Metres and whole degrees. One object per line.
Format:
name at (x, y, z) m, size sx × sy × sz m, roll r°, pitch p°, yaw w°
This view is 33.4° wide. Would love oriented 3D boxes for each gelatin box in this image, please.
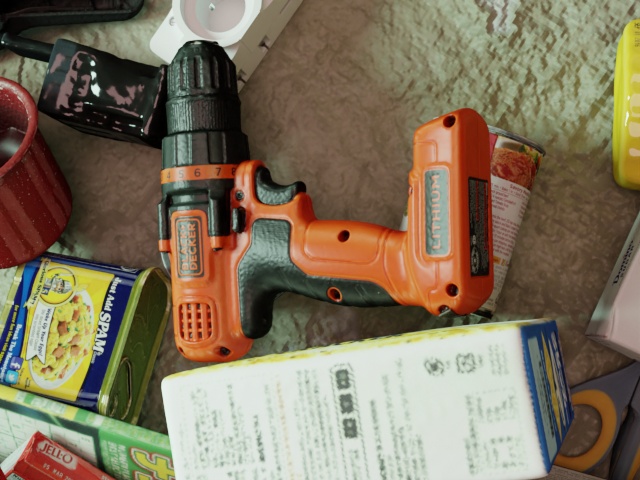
gelatin box at (-0.155, 0.152, 0.625) m, size 0.073 × 0.089 × 0.030 m, roll 35°, pitch 48°, yaw -12°

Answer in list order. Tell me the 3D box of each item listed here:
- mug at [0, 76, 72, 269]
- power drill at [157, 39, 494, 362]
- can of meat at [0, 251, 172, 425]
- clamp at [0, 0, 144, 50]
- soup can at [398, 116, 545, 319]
mug at (-0.199, -0.045, 0.636) m, size 0.093 × 0.081 × 0.117 m, roll -12°, pitch 53°, yaw 2°
power drill at (-0.003, -0.026, 0.581) m, size 0.188 × 0.057 × 0.184 m, roll -3°, pitch 91°, yaw 27°
can of meat at (-0.146, 0.060, 0.647) m, size 0.084 × 0.057 × 0.102 m, roll 10°, pitch 72°, yaw 13°
clamp at (-0.208, -0.156, 0.657) m, size 0.171 × 0.120 × 0.039 m, roll -17°, pitch 56°, yaw 10°
soup can at (0.082, -0.012, 0.616) m, size 0.068 × 0.068 × 0.102 m, roll 17°, pitch 88°, yaw 10°
